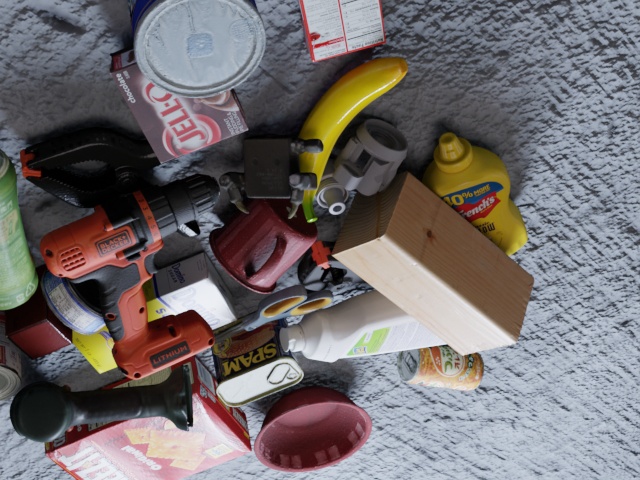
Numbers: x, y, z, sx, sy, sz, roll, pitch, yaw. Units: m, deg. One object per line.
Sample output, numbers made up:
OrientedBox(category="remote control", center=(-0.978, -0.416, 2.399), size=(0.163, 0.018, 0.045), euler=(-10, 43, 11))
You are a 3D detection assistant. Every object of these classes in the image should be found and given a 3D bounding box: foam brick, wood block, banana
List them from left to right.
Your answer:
OrientedBox(category="foam brick", center=(-0.303, 0.078, 1.148), size=(0.053, 0.078, 0.051), euler=(-23, 138, 10))
OrientedBox(category="banana", center=(0.018, -0.113, 1.058), size=(0.037, 0.070, 0.198), euler=(-21, 147, -53))
OrientedBox(category="wood block", center=(0.126, 0.028, 1.161), size=(0.206, 0.090, 0.090), euler=(38, 146, -23))

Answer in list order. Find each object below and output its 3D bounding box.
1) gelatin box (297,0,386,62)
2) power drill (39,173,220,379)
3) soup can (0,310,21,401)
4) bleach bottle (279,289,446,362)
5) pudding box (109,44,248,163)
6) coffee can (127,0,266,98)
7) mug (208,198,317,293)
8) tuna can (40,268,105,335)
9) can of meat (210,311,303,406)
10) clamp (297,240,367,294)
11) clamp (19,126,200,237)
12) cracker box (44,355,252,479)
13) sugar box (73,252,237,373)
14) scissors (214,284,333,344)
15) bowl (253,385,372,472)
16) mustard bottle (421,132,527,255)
OrientedBox(category="gelatin box", center=(0.017, -0.212, 0.976), size=(0.073, 0.030, 0.089), euler=(-16, 138, -2))
OrientedBox(category="power drill", center=(-0.168, 0.036, 1.078), size=(0.184, 0.057, 0.187), euler=(-23, 122, -12))
OrientedBox(category="soup can", center=(-0.358, 0.116, 1.152), size=(0.068, 0.102, 0.068), euler=(-9, 137, -9))
OrientedBox(category="bleach bottle", center=(0.074, 0.092, 1.263), size=(0.250, 0.068, 0.103), euler=(-8, 141, -23))
OrientedBox(category="pudding box", center=(-0.128, -0.134, 0.970), size=(0.090, 0.039, 0.113), euler=(-21, 129, 5))
OrientedBox(category="coffee can", center=(-0.107, -0.199, 0.868), size=(0.102, 0.140, 0.103), euler=(-9, 137, -9))
OrientedBox(category="mug", center=(-0.057, 0.001, 1.120), size=(0.093, 0.117, 0.082), euler=(37, 113, -19))
OrientedBox(category="tuna can", center=(-0.253, 0.056, 1.134), size=(0.034, 0.086, 0.086), euler=(-37, 134, 18))
OrientedBox(category="can of meat", center=(-0.079, 0.138, 1.277), size=(0.102, 0.084, 0.057), euler=(-23, 137, 7))
OrientedBox(category="clamp", center=(0.028, 0.035, 1.211), size=(0.120, 0.039, 0.171), euler=(-25, 161, -4))
OrientedBox(category="clamp", center=(-0.185, -0.076, 1.052), size=(0.209, 0.036, 0.165), euler=(9, 131, -31))
OrientedBox(category="cracker box", center=(-0.218, 0.246, 1.358), size=(0.214, 0.072, 0.164), euler=(-23, 137, 8))
OrientedBox(category="sugar box", center=(-0.192, 0.084, 1.213), size=(0.176, 0.048, 0.093), euler=(-20, 140, 6))
OrientedBox(category="scissors", center=(-0.058, 0.090, 1.222), size=(0.096, 0.016, 0.202), euler=(-2, 160, -31))
OrientedBox(category="bowl", center=(-0.015, 0.244, 1.432), size=(0.162, 0.055, 0.162), euler=(-9, 137, -8))
OrientedBox(category="mustard bottle", center=(0.163, -0.050, 1.173), size=(0.096, 0.058, 0.191), euler=(-17, 138, 11))
